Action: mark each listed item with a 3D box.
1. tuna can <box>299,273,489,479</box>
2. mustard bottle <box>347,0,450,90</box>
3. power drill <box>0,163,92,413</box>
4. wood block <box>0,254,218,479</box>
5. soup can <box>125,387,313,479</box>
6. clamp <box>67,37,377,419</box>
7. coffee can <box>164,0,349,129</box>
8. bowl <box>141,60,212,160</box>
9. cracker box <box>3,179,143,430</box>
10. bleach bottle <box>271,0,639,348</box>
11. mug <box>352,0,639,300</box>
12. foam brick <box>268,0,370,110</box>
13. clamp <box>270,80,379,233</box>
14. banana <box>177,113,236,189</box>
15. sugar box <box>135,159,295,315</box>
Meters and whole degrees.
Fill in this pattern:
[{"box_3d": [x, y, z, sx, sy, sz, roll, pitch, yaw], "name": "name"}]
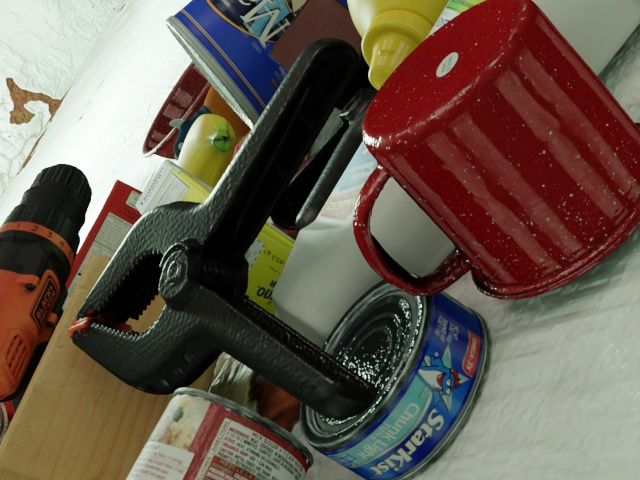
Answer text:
[{"box_3d": [0.029, 0.057, 0.447, 0.086, 0.033, 0.086, -47, 22, 25], "name": "tuna can"}, {"box_3d": [0.067, -0.149, 0.592, 0.096, 0.058, 0.191, 4, 49, 29], "name": "mustard bottle"}, {"box_3d": [-0.175, 0.067, 0.709, 0.057, 0.187, 0.184, 1, 45, 15], "name": "power drill"}, {"box_3d": [-0.117, 0.116, 0.570, 0.206, 0.091, 0.090, -76, 5, -48], "name": "wood block"}, {"box_3d": [-0.054, 0.122, 0.442, 0.069, 0.068, 0.102, -20, 38, 59], "name": "soup can"}, {"box_3d": [-0.050, 0.007, 0.493, 0.210, 0.036, 0.164, -17, 63, 46], "name": "clamp"}, {"box_3d": [-0.024, -0.159, 0.755, 0.140, 0.102, 0.103, -40, 20, -2], "name": "coffee can"}, {"box_3d": [-0.104, -0.133, 1.018, 0.162, 0.055, 0.162, -47, 22, 25], "name": "bowl"}, {"box_3d": [-0.205, 0.075, 0.894, 0.164, 0.072, 0.213, -37, 27, 60], "name": "cracker box"}, {"box_3d": [0.051, -0.034, 0.499, 0.251, 0.068, 0.102, -56, 18, 9], "name": "bleach bottle"}, {"box_3d": [0.062, -0.030, 0.408, 0.117, 0.081, 0.093, -43, 21, 6], "name": "mug"}, {"box_3d": [0.012, -0.117, 0.678, 0.053, 0.051, 0.078, -51, -16, 9], "name": "foam brick"}, {"box_3d": [0.030, -0.064, 0.622, 0.171, 0.039, 0.120, -54, 18, 8], "name": "clamp"}, {"box_3d": [-0.096, -0.027, 0.786, 0.198, 0.037, 0.069, 113, 176, -45], "name": "banana"}, {"box_3d": [-0.054, 0.001, 0.642, 0.048, 0.093, 0.176, -57, 19, -2], "name": "sugar box"}]
